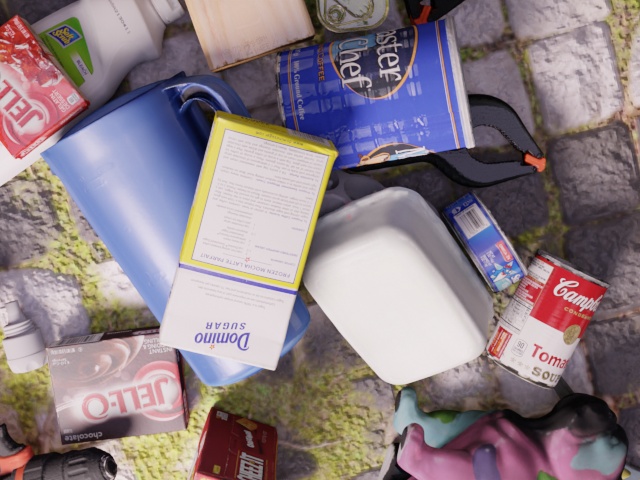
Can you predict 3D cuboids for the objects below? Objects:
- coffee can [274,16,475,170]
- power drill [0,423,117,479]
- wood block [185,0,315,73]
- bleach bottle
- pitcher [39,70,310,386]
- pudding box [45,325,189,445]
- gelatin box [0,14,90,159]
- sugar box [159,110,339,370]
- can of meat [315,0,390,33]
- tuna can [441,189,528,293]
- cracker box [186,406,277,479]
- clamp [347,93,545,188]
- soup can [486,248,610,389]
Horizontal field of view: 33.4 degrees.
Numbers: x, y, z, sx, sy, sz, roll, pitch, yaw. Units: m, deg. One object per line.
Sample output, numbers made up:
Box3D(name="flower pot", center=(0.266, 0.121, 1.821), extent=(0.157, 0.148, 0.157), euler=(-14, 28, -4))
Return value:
Box3D(name="coffee can", center=(0.044, -0.112, 0.841), extent=(0.140, 0.102, 0.103), euler=(-9, 98, 10))
Box3D(name="power drill", center=(-0.278, 0.153, 0.905), extent=(0.185, 0.057, 0.187), euler=(-19, 98, 21))
Box3D(name="wood block", center=(-0.079, -0.247, 0.854), extent=(0.090, 0.091, 0.206), euler=(-19, 98, 1))
Box3D(name="bleach bottle", center=(-0.221, -0.128, 0.885), extent=(0.251, 0.068, 0.102), euler=(-31, 92, 2))
Box3D(name="pitcher", center=(-0.102, -0.010, 0.868), extent=(0.145, 0.149, 0.243), euler=(-33, 101, -14))
Box3D(name="pudding box", center=(-0.175, 0.125, 0.934), extent=(0.113, 0.039, 0.090), euler=(-7, 99, 1))
Box3D(name="gelatin box", center=(-0.237, -0.119, 0.838), extent=(0.073, 0.030, 0.089), euler=(-38, 92, 0))
Box3D(name="sugar box", center=(-0.055, 0.001, 0.796), extent=(0.093, 0.048, 0.176), euler=(15, 104, -9))
Box3D(name="can of meat", center=(0.022, -0.218, 0.862), extent=(0.057, 0.084, 0.102), euler=(-6, 98, 0))
Box3D(name="tuna can", center=(0.137, 0.001, 0.894), extent=(0.034, 0.086, 0.086), euler=(-33, 97, 5))
Box3D(name="cracker box", center=(-0.096, 0.270, 0.893), extent=(0.072, 0.164, 0.214), euler=(18, 98, -5))
Box3D(name="clamp", center=(0.110, -0.103, 0.903), extent=(0.171, 0.039, 0.120), euler=(11, 103, 1))
Box3D(name="soup can", center=(0.193, 0.067, 0.913), extent=(0.068, 0.068, 0.102), euler=(26, 97, -4))
